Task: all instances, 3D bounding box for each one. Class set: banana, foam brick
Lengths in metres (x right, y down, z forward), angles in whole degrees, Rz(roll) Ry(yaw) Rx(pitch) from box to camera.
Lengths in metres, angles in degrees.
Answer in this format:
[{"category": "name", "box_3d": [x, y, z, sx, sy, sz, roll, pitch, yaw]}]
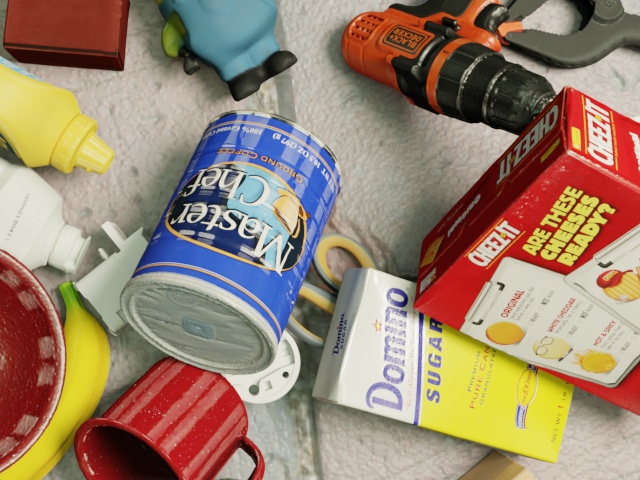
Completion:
[{"category": "banana", "box_3d": [-0.201, 0.128, 0.735, 0.070, 0.037, 0.198, 29, 82, 26]}, {"category": "foam brick", "box_3d": [-0.174, -0.150, 0.739, 0.078, 0.053, 0.051, 4, 87, -6]}]

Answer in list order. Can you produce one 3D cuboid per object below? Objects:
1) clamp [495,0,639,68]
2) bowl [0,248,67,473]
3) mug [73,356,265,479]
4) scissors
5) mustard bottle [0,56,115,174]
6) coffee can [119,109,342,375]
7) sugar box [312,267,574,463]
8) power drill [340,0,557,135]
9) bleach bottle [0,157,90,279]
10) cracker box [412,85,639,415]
[{"category": "clamp", "box_3d": [0.213, -0.163, 0.779, 0.171, 0.039, 0.120, -22, 85, 1]}, {"category": "bowl", "box_3d": [-0.249, 0.078, 0.687, 0.161, 0.055, 0.162, 6, 79, -34]}, {"category": "mug", "box_3d": [-0.090, 0.134, 0.700, 0.117, 0.081, 0.093, 22, 130, 20]}, {"category": "scissors", "box_3d": [0.061, 0.059, 0.764, 0.201, 0.016, 0.096, 20, 61, -20]}, {"category": "mustard bottle", "box_3d": [-0.224, -0.099, 0.711, 0.191, 0.096, 0.058, 30, 82, -3]}, {"category": "coffee can", "box_3d": [-0.055, 0.001, 0.690, 0.103, 0.103, 0.140, 24, 57, -3]}, {"category": "sugar box", "box_3d": [0.090, 0.086, 0.730, 0.176, 0.048, 0.093, 18, 81, -22]}, {"category": "power drill", "box_3d": [0.126, -0.162, 0.719, 0.187, 0.057, 0.185, -48, 47, -11]}, {"category": "bleach bottle", "box_3d": [-0.281, -0.031, 0.721, 0.250, 0.068, 0.102, 23, 85, -6]}, {"category": "cracker box", "box_3d": [0.192, 0.019, 0.673, 0.213, 0.164, 0.072, 26, 44, -14]}]
